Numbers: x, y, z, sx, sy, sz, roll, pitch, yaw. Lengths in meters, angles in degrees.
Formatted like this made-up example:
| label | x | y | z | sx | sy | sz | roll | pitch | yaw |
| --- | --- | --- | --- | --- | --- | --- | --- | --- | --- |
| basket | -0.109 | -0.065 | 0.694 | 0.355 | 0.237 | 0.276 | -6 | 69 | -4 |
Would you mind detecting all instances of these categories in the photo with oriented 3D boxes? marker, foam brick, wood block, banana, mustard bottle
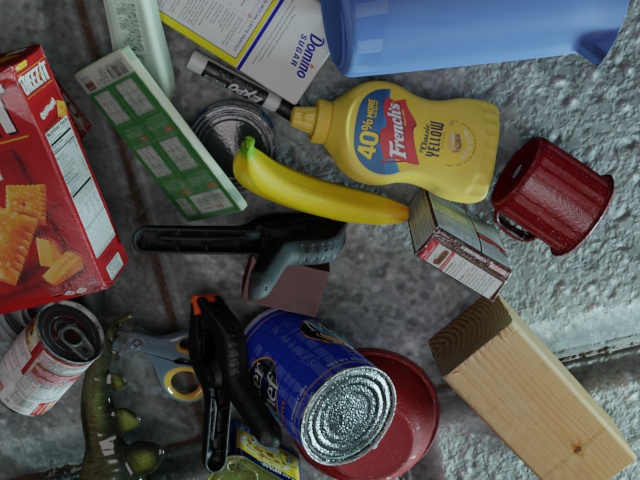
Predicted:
| label | x | y | z | sx | sy | sz | roll | pitch | yaw |
| --- | --- | --- | --- | --- | --- | --- | --- | --- | --- |
| marker | -0.068 | -0.142 | 0.998 | 0.121 | 0.020 | 0.020 | 27 | 106 | -12 |
| foam brick | -0.035 | 0.035 | 1.048 | 0.078 | 0.051 | 0.053 | 15 | 109 | -8 |
| wood block | 0.214 | 0.161 | 1.087 | 0.091 | 0.090 | 0.206 | -40 | 107 | 10 |
| banana | -0.009 | -0.046 | 0.990 | 0.197 | 0.070 | 0.037 | 19 | 79 | -34 |
| mustard bottle | 0.066 | -0.097 | 0.990 | 0.191 | 0.058 | 0.096 | 10 | 86 | -10 |

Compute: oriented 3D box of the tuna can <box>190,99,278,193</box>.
| label | x | y | z | sx | sy | sz | roll | pitch | yaw |
| --- | --- | --- | --- | --- | --- | --- | --- | --- | --- |
| tuna can | -0.083 | -0.090 | 1.009 | 0.086 | 0.034 | 0.086 | -1 | 110 | -3 |

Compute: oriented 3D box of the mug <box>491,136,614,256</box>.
| label | x | y | z | sx | sy | sz | roll | pitch | yaw |
| --- | --- | --- | --- | --- | --- | --- | --- | --- | --- |
| mug | 0.212 | -0.039 | 1.023 | 0.081 | 0.093 | 0.117 | 33 | 141 | -9 |

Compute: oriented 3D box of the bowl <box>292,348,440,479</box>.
| label | x | y | z | sx | sy | sz | roll | pitch | yaw |
| --- | --- | --- | --- | --- | --- | --- | --- | --- | --- |
| bowl | 0.049 | 0.196 | 1.110 | 0.162 | 0.055 | 0.162 | -1 | 110 | -3 |

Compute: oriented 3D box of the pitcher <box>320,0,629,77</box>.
| label | x | y | z | sx | sy | sz | roll | pitch | yaw |
| --- | --- | --- | --- | --- | --- | --- | --- | --- | --- |
| pitcher | 0.124 | -0.220 | 0.912 | 0.242 | 0.149 | 0.145 | -10 | 120 | -8 |

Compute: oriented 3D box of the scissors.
| label | x | y | z | sx | sy | sz | roll | pitch | yaw |
| --- | --- | --- | --- | --- | --- | --- | --- | --- | --- |
| scissors | -0.180 | 0.116 | 1.058 | 0.201 | 0.016 | 0.096 | 6 | 114 | -24 |

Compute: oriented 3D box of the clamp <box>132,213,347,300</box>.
| label | x | y | z | sx | sy | sz | roll | pitch | yaw |
| --- | --- | --- | --- | --- | --- | --- | --- | --- | --- |
| clamp | -0.056 | 0.001 | 0.987 | 0.165 | 0.209 | 0.036 | 18 | 112 | 32 |

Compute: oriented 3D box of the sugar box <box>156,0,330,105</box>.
| label | x | y | z | sx | sy | sz | roll | pitch | yaw |
| --- | --- | --- | --- | --- | --- | --- | --- | --- | --- |
| sugar box | -0.072 | -0.209 | 0.961 | 0.176 | 0.048 | 0.093 | 31 | 106 | -17 |

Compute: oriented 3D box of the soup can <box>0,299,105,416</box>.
| label | x | y | z | sx | sy | sz | roll | pitch | yaw |
| --- | --- | --- | --- | --- | --- | --- | --- | --- | --- |
| soup can | -0.254 | 0.110 | 0.989 | 0.068 | 0.068 | 0.102 | 35 | 126 | -14 |

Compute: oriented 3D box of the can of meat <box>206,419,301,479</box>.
| label | x | y | z | sx | sy | sz | roll | pitch | yaw |
| --- | --- | --- | --- | --- | --- | --- | --- | --- | --- |
| can of meat | -0.067 | 0.240 | 1.103 | 0.102 | 0.084 | 0.057 | 33 | 105 | -14 |

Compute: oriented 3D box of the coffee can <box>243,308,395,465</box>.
| label | x | y | z | sx | sy | sz | roll | pitch | yaw |
| --- | --- | --- | --- | --- | --- | --- | --- | --- | --- |
| coffee can | -0.008 | 0.135 | 1.023 | 0.102 | 0.140 | 0.103 | -13 | 117 | -27 |

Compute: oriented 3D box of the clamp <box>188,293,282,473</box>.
| label | x | y | z | sx | sy | sz | roll | pitch | yaw |
| --- | --- | --- | --- | --- | --- | --- | --- | --- | --- |
| clamp | -0.097 | 0.138 | 1.027 | 0.039 | 0.171 | 0.120 | 5 | 146 | -42 |

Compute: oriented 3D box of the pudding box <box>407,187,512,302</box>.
| label | x | y | z | sx | sy | sz | roll | pitch | yaw |
| --- | --- | --- | --- | --- | --- | --- | --- | --- | --- |
| pudding box | 0.130 | 0.000 | 1.011 | 0.090 | 0.113 | 0.039 | 30 | 109 | -12 |

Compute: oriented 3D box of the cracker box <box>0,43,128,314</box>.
| label | x | y | z | sx | sy | sz | roll | pitch | yaw |
| --- | --- | --- | --- | --- | --- | --- | --- | --- | --- |
| cracker box | -0.286 | -0.043 | 0.928 | 0.164 | 0.072 | 0.213 | -12 | 113 | 14 |
